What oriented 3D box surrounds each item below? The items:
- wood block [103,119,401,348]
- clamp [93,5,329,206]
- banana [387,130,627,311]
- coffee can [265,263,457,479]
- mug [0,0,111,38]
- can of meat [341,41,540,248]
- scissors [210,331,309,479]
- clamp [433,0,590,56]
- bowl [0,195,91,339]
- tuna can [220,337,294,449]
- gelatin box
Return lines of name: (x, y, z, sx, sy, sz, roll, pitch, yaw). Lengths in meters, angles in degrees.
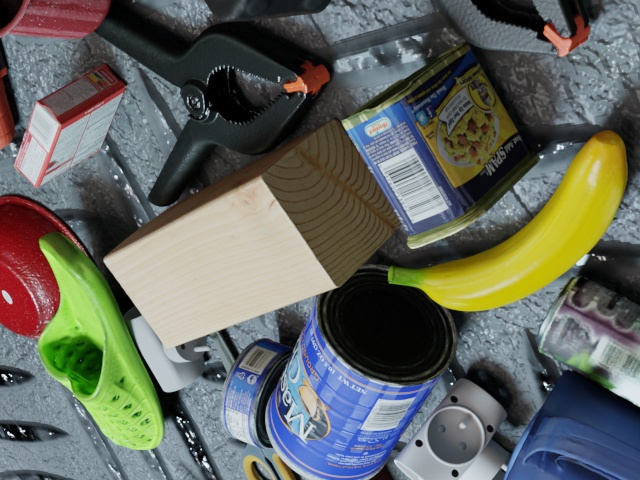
wood block: (-0.055, 0.000, 0.779, 0.207, 0.090, 0.091, -23, 104, 47)
clamp: (-0.086, -0.112, 0.759, 0.210, 0.036, 0.164, -10, 111, 44)
banana: (0.125, 0.001, 0.652, 0.069, 0.037, 0.198, 21, 142, -28)
coffee can: (0.026, 0.100, 0.775, 0.103, 0.102, 0.140, 37, 137, 12)
mug: (-0.192, -0.191, 0.742, 0.117, 0.081, 0.093, -35, 75, 33)
can of meat: (0.070, -0.057, 0.621, 0.058, 0.101, 0.084, -23, 102, 46)
scissors: (-0.067, 0.166, 0.970, 0.096, 0.016, 0.201, -24, 103, 47)
clamp: (0.077, -0.168, 0.579, 0.171, 0.039, 0.120, 33, 140, 17)
bowl: (-0.284, 0.040, 1.028, 0.162, 0.055, 0.162, 22, 133, 26)
tuna can: (-0.043, 0.125, 0.865, 0.034, 0.086, 0.086, 16, 129, 29)
gelatin box: (-0.199, -0.090, 0.843, 0.030, 0.073, 0.089, 45, 139, 5)
